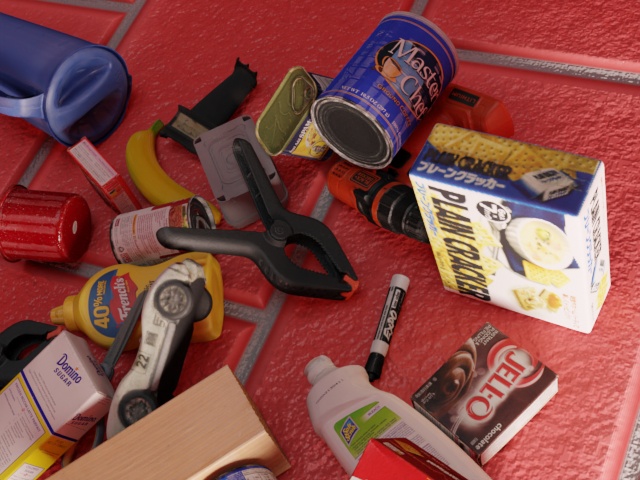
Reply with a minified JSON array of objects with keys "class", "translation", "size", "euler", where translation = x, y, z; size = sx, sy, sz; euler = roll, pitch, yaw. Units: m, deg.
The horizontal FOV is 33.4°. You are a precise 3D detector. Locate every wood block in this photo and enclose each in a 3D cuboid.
[{"class":"wood block","translation":[-0.145,0.224,1.024],"size":[0.206,0.090,0.091],"euler":[-32,54,-5]}]

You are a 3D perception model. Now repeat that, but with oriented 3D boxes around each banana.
[{"class":"banana","translation":[-0.187,-0.076,1.273],"size":[0.069,0.037,0.198],"euler":[-31,54,-5]}]

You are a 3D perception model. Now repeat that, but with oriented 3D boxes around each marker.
[{"class":"marker","translation":[0.067,0.090,1.093],"size":[0.020,0.020,0.121],"euler":[8,59,21]}]

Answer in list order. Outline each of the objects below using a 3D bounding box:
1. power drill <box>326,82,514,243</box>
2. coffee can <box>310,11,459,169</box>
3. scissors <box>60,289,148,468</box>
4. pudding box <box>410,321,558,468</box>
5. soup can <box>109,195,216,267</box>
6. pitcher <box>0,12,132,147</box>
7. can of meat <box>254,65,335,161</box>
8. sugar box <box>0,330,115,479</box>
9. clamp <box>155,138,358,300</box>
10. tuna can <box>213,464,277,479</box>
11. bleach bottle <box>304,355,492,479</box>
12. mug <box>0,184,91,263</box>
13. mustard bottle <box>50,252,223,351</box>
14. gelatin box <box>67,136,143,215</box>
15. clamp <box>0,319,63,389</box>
[{"class":"power drill","translation":[0.118,-0.085,1.152],"size":[0.187,0.057,0.185],"euler":[-40,40,-15]},{"class":"coffee can","translation":[0.070,-0.161,1.142],"size":[0.103,0.103,0.140],"euler":[23,61,29]},{"class":"scissors","translation":[-0.245,0.145,1.125],"size":[0.096,0.016,0.201],"euler":[5,73,30]},{"class":"pudding box","translation":[0.157,0.145,1.015],"size":[0.113,0.039,0.090],"euler":[-43,56,-13]},{"class":"soup can","translation":[-0.176,-0.007,1.197],"size":[0.102,0.068,0.068],"euler":[-13,54,18]},{"class":"pitcher","translation":[-0.375,-0.214,1.365],"size":[0.243,0.149,0.145],"euler":[26,79,33]},{"class":"can of meat","translation":[-0.011,-0.140,1.203],"size":[0.102,0.083,0.057],"euler":[-55,51,27]},{"class":"sugar box","translation":[-0.296,0.186,1.099],"size":[0.176,0.048,0.093],"euler":[-41,55,5]},{"class":"clamp","translation":[-0.057,0.001,1.122],"size":[0.210,0.036,0.164],"euler":[40,57,6]},{"class":"tuna can","translation":[-0.075,0.247,0.989],"size":[0.086,0.086,0.034],"euler":[-32,52,-6]},{"class":"bleach bottle","translation":[0.071,0.193,0.996],"size":[0.102,0.068,0.251],"euler":[-38,52,-7]},{"class":"mug","translation":[-0.317,-0.021,1.254],"size":[0.081,0.093,0.117],"euler":[5,22,14]},{"class":"mustard bottle","translation":[-0.204,0.071,1.165],"size":[0.192,0.058,0.096],"euler":[-9,68,12]},{"class":"gelatin box","translation":[-0.257,-0.072,1.269],"size":[0.030,0.073,0.089],"euler":[-40,55,-12]},{"class":"clamp","translation":[-0.355,0.144,1.175],"size":[0.172,0.039,0.120],"euler":[-16,60,16]}]
